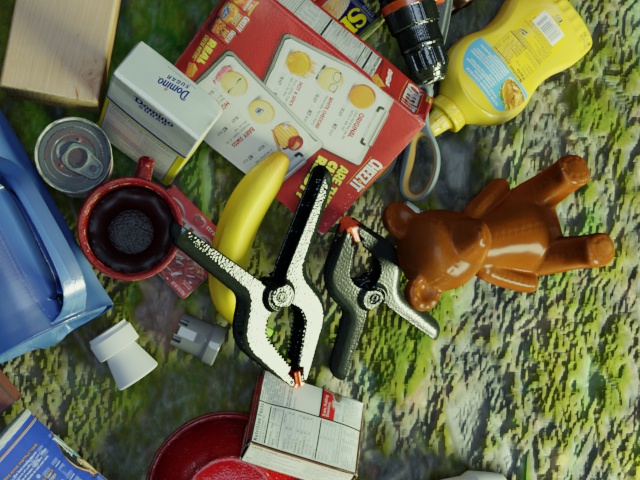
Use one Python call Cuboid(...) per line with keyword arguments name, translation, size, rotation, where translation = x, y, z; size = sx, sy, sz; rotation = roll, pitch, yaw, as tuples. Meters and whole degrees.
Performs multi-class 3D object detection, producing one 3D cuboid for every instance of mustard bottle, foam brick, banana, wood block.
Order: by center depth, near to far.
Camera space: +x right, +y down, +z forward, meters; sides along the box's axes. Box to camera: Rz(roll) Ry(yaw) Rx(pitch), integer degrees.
Cuboid(name="foam brick", translation=(-0.330, 0.155, 1.003), size=(0.078, 0.053, 0.051), rotation=(-39, 96, -7))
Cuboid(name="wood block", translation=(-0.233, -0.232, 1.005), size=(0.090, 0.090, 0.206), rotation=(10, 88, -9))
Cuboid(name="banana", translation=(-0.073, 0.007, 1.024), size=(0.069, 0.037, 0.198), rotation=(-9, 121, -31))
Cuboid(name="mustard bottle", translation=(0.179, -0.174, 1.088), size=(0.191, 0.058, 0.096), rotation=(-42, 100, -8))

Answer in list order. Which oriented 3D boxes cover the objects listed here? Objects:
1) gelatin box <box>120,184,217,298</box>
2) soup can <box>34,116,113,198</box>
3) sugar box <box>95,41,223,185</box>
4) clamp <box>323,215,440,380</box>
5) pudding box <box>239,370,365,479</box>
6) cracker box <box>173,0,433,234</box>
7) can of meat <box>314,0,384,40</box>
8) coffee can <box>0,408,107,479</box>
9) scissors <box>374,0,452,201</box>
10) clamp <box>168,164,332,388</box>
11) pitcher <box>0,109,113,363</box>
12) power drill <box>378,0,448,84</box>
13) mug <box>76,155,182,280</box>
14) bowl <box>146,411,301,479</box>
Cuboid(name="gelatin box", translation=(-0.140, 0.001, 1.048), size=(0.073, 0.030, 0.089), rotation=(-44, 97, -7))
Cuboid(name="soup can", translation=(-0.228, -0.075, 0.997), size=(0.068, 0.102, 0.068), rotation=(0, 89, -10))
Cuboid(name="sugar box", translation=(-0.150, -0.111, 0.972), size=(0.093, 0.176, 0.048), rotation=(39, 70, -8))
Cuboid(name="clamp", translation=(0.058, 0.052, 1.054), size=(0.120, 0.039, 0.171), rotation=(-17, 121, -18))
Cuboid(name="pudding box", translation=(-0.016, 0.185, 1.039), size=(0.113, 0.039, 0.090), rotation=(18, 45, -7))
Cuboid(name="cracker box", translation=(-0.027, -0.134, 1.009), size=(0.213, 0.072, 0.164), rotation=(38, 124, -8))
Cuboid(name="can of meat", translation=(-0.002, -0.213, 1.060), size=(0.102, 0.057, 0.084), rotation=(-44, 94, -7))
Cuboid(name="coffee can", translation=(-0.256, 0.240, 0.990), size=(0.140, 0.103, 0.103), rotation=(43, 83, -7))
Cuboid(name="scissors", translation=(0.084, -0.140, 1.070), size=(0.096, 0.016, 0.202), rotation=(1, 89, 24))
Cuboid(name="clamp", translation=(-0.054, 0.046, 0.991), size=(0.164, 0.036, 0.210), rotation=(-15, 113, -25))
Cuboid(name="pitcher", translation=(-0.293, -0.016, 0.962), size=(0.149, 0.145, 0.243), rotation=(-27, 88, 9))
Cuboid(name="power drill", translation=(0.142, -0.259, 1.025), size=(0.187, 0.057, 0.184), rotation=(-19, 90, -10))
Cuboid(name="mug", translation=(-0.172, -0.021, 0.986), size=(0.093, 0.081, 0.117), rotation=(9, 86, -7))
Cuboid(name="bowl", translation=(-0.090, 0.251, 1.042), size=(0.162, 0.055, 0.162), rotation=(0, 90, -9))
